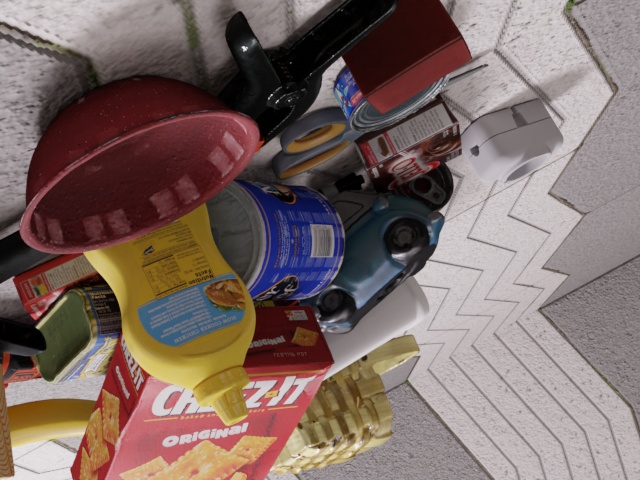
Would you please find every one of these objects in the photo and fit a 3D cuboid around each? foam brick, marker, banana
[{"bbox_3d":[0.057,-0.133,0.736,0.078,0.053,0.051,-30,165,13],"label":"foam brick"},{"bbox_3d":[-0.013,-0.033,1.013,0.121,0.020,0.020,-26,165,-7],"label":"marker"},{"bbox_3d":[-0.269,0.175,0.953,0.197,0.070,0.037,-16,134,-36],"label":"banana"}]

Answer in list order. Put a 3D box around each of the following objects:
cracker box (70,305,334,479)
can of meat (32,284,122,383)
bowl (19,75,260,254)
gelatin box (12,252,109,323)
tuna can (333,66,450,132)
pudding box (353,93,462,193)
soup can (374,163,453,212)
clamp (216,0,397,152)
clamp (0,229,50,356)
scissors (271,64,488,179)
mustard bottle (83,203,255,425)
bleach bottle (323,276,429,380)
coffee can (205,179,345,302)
[{"bbox_3d":[-0.104,0.151,0.900,0.163,0.072,0.214,0,137,-31],"label":"cracker box"},{"bbox_3d":[-0.180,0.075,0.882,0.083,0.057,0.102,-5,153,-45],"label":"can of meat"},{"bbox_3d":[-0.122,-0.055,0.673,0.162,0.055,0.162,-26,165,-8],"label":"bowl"},{"bbox_3d":[-0.209,0.041,0.889,0.073,0.030,0.089,-24,164,-11],"label":"gelatin box"},{"bbox_3d":[0.053,-0.120,0.810,0.086,0.034,0.086,-26,165,-8],"label":"tuna can"},{"bbox_3d":[0.080,-0.085,0.964,0.090,0.039,0.113,-28,165,3],"label":"pudding box"},{"bbox_3d":[0.087,-0.039,1.076,0.068,0.068,0.102,-23,165,-19],"label":"soup can"},{"bbox_3d":[-0.017,-0.113,0.703,0.120,0.039,0.172,-17,166,-19],"label":"clamp"},{"bbox_3d":[-0.277,0.055,0.765,0.209,0.036,0.165,-15,148,-28],"label":"clamp"},{"bbox_3d":[0.045,-0.108,0.871,0.202,0.016,0.096,-30,165,6],"label":"scissors"},{"bbox_3d":[-0.101,0.045,0.779,0.096,0.192,0.058,-20,163,-28],"label":"mustard bottle"},{"bbox_3d":[-0.003,0.113,1.080,0.250,0.068,0.103,-30,177,-40],"label":"bleach bottle"},{"bbox_3d":[-0.056,0.001,0.887,0.103,0.103,0.140,-35,164,24],"label":"coffee can"}]
